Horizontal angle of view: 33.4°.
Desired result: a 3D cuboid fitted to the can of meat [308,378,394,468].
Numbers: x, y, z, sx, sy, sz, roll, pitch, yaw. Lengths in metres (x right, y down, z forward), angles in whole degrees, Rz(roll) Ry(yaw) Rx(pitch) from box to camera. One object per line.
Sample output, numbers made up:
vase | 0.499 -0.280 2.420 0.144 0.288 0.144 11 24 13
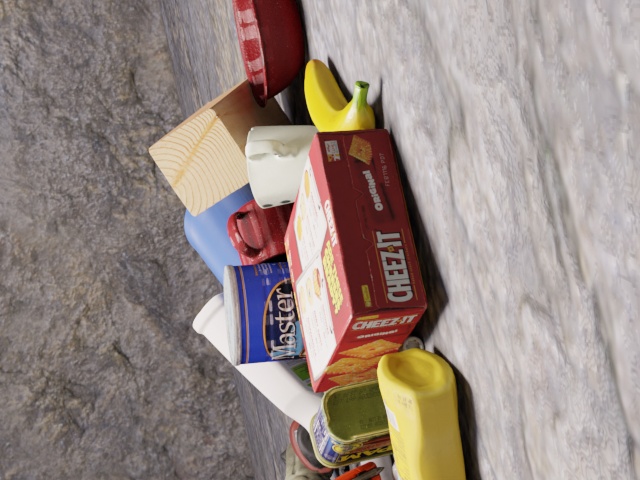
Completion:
can of meat | 0.045 0.163 0.975 0.084 0.102 0.057 103 153 -64

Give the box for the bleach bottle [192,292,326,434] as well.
bleach bottle | -0.047 0.171 1.361 0.251 0.102 0.068 47 116 17

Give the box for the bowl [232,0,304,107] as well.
bowl | -0.055 -0.230 1.172 0.162 0.055 0.162 167 90 -80

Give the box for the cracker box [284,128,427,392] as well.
cracker box | 0.026 0.025 0.937 0.214 0.072 0.164 111 151 -64

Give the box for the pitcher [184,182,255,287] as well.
pitcher | -0.067 0.030 1.336 0.243 0.149 0.145 51 127 50

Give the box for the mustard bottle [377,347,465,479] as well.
mustard bottle | 0.090 0.192 0.878 0.096 0.058 0.191 -135 34 -70

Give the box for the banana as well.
banana | 0.018 -0.121 0.970 0.198 0.037 0.070 -134 50 -69

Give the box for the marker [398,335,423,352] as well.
marker | 0.070 0.093 0.982 0.121 0.020 0.020 176 82 -80

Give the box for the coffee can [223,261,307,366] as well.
coffee can | -0.024 0.071 1.089 0.103 0.140 0.103 176 90 -81

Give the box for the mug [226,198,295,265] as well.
mug | -0.058 0.001 1.154 0.093 0.117 0.081 -38 55 29

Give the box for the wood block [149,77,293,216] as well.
wood block | -0.107 -0.115 1.220 0.090 0.091 0.206 56 -160 -10
